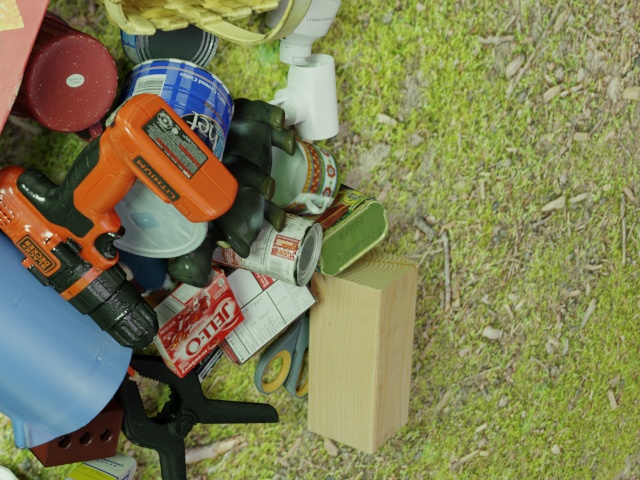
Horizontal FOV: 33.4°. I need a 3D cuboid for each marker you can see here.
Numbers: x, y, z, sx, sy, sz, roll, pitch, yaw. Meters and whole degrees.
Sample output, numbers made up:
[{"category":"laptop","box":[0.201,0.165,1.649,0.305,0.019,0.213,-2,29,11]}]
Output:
[{"category":"marker","box":[-0.118,0.127,1.124,0.121,0.020,0.020,-52,134,-10]}]

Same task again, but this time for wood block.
[{"category":"wood block","box":[0.047,0.121,1.204,0.090,0.091,0.206,-30,128,-50]}]

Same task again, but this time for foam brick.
[{"category":"foam brick","box":[-0.236,0.178,1.021,0.078,0.051,0.053,-2,111,-41]}]

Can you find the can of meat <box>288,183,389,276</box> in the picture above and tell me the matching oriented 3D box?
[{"category":"can of meat","box":[0.009,-0.015,1.124,0.102,0.084,0.057,-37,130,-23]}]

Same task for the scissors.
[{"category":"scissors","box":[-0.031,0.090,1.185,0.096,0.016,0.202,-15,119,-37]}]

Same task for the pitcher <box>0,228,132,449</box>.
[{"category":"pitcher","box":[-0.276,0.045,0.883,0.145,0.149,0.242,-38,130,5]}]

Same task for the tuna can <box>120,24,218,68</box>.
[{"category":"tuna can","box":[-0.135,-0.186,0.954,0.085,0.034,0.086,-18,121,-34]}]

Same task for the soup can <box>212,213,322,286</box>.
[{"category":"soup can","box":[-0.057,0.001,1.047,0.068,0.102,0.068,16,90,-74]}]

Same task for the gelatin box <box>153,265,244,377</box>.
[{"category":"gelatin box","box":[-0.120,0.076,1.021,0.089,0.030,0.073,-42,140,-22]}]

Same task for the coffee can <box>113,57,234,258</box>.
[{"category":"coffee can","box":[-0.136,-0.071,0.914,0.102,0.103,0.140,50,37,-43]}]

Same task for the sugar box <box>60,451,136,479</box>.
[{"category":"sugar box","box":[-0.229,0.264,1.005,0.176,0.048,0.093,-20,131,-78]}]

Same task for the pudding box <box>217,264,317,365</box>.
[{"category":"pudding box","box":[-0.071,0.060,1.106,0.113,0.039,0.090,-38,112,-19]}]

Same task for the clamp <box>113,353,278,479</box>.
[{"category":"clamp","box":[-0.137,0.179,1.090,0.164,0.036,0.210,-44,124,-22]}]

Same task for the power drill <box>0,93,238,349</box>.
[{"category":"power drill","box":[-0.152,-0.012,0.817,0.184,0.188,0.057,47,35,-15]}]

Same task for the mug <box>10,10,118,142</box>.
[{"category":"mug","box":[-0.215,-0.127,0.877,0.093,0.082,0.117,-40,131,-21]}]
